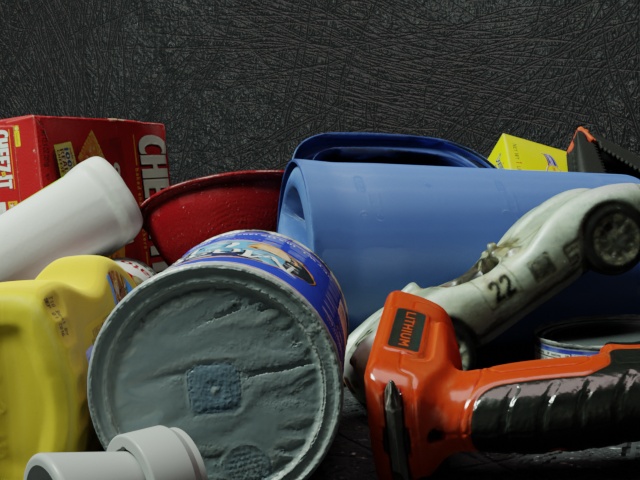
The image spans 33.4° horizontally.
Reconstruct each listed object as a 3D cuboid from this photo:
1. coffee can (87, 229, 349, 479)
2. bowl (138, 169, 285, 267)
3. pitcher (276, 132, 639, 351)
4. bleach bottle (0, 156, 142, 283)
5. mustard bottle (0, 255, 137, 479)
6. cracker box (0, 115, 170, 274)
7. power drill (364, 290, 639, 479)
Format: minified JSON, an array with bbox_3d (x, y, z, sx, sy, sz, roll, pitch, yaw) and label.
[{"bbox_3d":[-0.039,0.052,0.490,0.103,0.103,0.140,-3,6,3],"label":"coffee can"},{"bbox_3d":[-0.055,0.001,0.798,0.162,0.055,0.162,-6,-17,-2],"label":"bowl"},{"bbox_3d":[0.093,0.004,0.698,0.242,0.149,0.145,-2,6,-12],"label":"pitcher"},{"bbox_3d":[-0.246,0.032,0.730,0.250,0.068,0.103,-34,2,-36],"label":"bleach bottle"},{"bbox_3d":[-0.119,0.057,0.522,0.058,0.096,0.191,-4,6,5],"label":"mustard bottle"},{"bbox_3d":[-0.206,-0.024,0.945,0.072,0.164,0.213,-5,2,22],"label":"cracker box"},{"bbox_3d":[0.120,0.052,0.476,0.188,0.057,0.184,-5,18,14],"label":"power drill"}]
